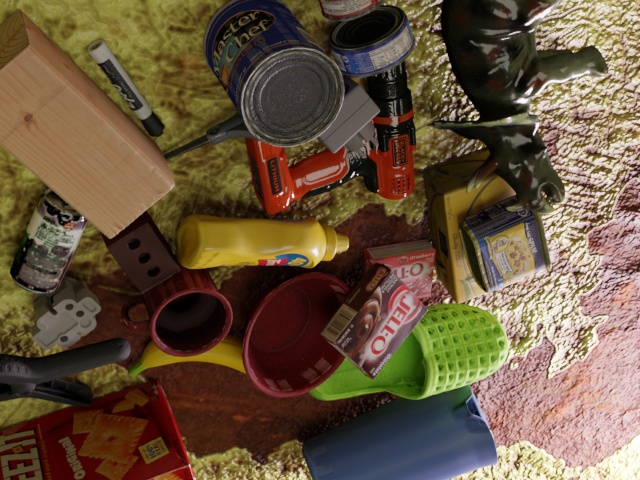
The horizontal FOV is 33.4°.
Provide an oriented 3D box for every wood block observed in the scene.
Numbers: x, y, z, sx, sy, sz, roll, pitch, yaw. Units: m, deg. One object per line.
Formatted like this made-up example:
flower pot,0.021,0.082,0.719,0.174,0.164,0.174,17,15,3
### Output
wood block,-0.246,-0.109,1.034,0.091,0.090,0.206,-38,128,6

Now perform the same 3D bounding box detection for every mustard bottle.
mustard bottle,-0.058,0.002,1.187,0.191,0.096,0.058,0,81,-24

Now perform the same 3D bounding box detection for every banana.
banana,-0.130,0.139,1.286,0.197,0.037,0.070,8,136,-25

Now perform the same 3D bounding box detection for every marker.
marker,-0.193,-0.150,1.073,0.020,0.020,0.121,-33,128,1

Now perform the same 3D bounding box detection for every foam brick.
foam brick,-0.196,0.006,1.156,0.053,0.051,0.078,-31,128,-1

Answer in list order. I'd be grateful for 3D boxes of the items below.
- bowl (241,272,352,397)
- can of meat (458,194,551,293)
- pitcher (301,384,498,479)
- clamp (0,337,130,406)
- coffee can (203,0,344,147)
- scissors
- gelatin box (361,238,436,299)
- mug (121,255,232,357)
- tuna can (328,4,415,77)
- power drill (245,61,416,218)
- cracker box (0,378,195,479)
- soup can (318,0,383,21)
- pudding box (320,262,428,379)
bowl,-0.035,0.104,1.273,0.161,0.055,0.162,-15,119,-30
can of meat,0.212,0.004,1.235,0.084,0.057,0.102,-24,127,-4
pitcher,0.104,0.280,1.428,0.242,0.145,0.149,-21,115,-4
clamp,-0.325,0.155,1.171,0.209,0.036,0.165,-3,153,-23
coffee can,-0.048,-0.168,1.044,0.102,0.140,0.103,-11,126,-16
scissors,-0.095,-0.104,1.103,0.201,0.096,0.016,-34,131,-3
gelatin box,0.094,0.041,1.314,0.089,0.030,0.073,-9,125,-18
mug,-0.165,0.073,1.195,0.117,0.081,0.093,-16,127,-13
tuna can,0.052,-0.206,1.096,0.086,0.086,0.033,-27,127,-4
power drill,0.014,-0.112,1.161,0.187,0.057,0.184,-14,120,-12
cracker box,-0.263,0.259,1.228,0.213,0.164,0.072,-17,125,-12
soup can,0.019,-0.276,1.045,0.068,0.068,0.102,-26,128,-5
pudding box,0.065,0.096,1.276,0.113,0.039,0.090,-50,127,-6
